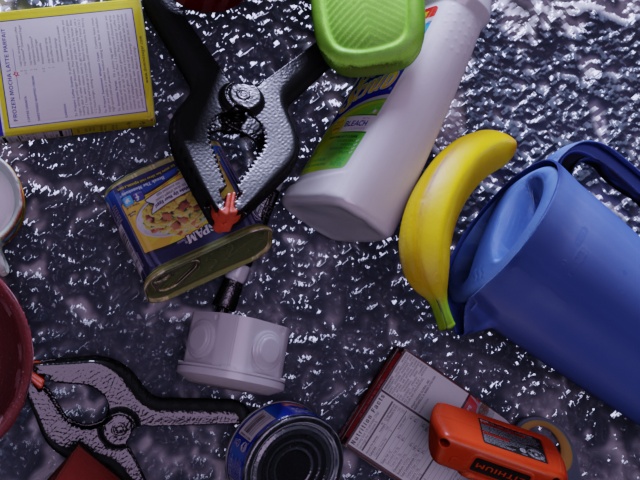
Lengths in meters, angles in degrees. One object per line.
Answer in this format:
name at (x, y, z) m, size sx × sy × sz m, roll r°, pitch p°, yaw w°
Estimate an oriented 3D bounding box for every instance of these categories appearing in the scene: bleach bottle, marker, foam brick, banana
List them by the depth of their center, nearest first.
foam brick at (-0.181, 0.195, 0.754) m, size 0.051 × 0.053 × 0.078 m, roll 40°, pitch 112°, yaw -8°
banana at (0.097, -0.028, 0.781) m, size 0.069 × 0.037 × 0.197 m, roll 55°, pitch 45°, yaw -33°
marker at (-0.055, 0.001, 0.824) m, size 0.020 × 0.020 × 0.121 m, roll 21°, pitch 82°, yaw -10°
bleach bottle at (0.065, -0.121, 0.826) m, size 0.068 × 0.103 × 0.250 m, roll 34°, pitch 74°, yaw -26°

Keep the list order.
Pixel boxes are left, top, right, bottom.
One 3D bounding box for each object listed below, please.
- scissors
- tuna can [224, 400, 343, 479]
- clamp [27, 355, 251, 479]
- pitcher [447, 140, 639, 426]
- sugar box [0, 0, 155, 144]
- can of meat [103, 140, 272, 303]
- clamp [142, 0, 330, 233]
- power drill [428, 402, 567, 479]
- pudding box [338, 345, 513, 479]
scissors at (0.224, 0.205, 0.870) m, size 0.201 × 0.016 × 0.096 m, roll 16°, pitch 84°, yaw -10°
tuna can at (-0.026, 0.166, 0.798) m, size 0.086 × 0.034 × 0.086 m, roll -6°, pitch 103°, yaw -27°
clamp at (-0.149, 0.148, 0.788) m, size 0.171 × 0.039 × 0.120 m, roll 24°, pitch 79°, yaw -10°
pitcher at (0.230, 0.049, 0.827) m, size 0.242 × 0.145 × 0.149 m, roll 36°, pitch 122°, yaw -11°
sugar box at (-0.215, -0.121, 0.787) m, size 0.176 × 0.048 × 0.093 m, roll -7°, pitch 88°, yaw -8°
can of meat at (-0.099, -0.015, 0.787) m, size 0.102 × 0.057 × 0.084 m, roll -25°, pitch 71°, yaw -13°
clamp at (-0.070, -0.103, 0.785) m, size 0.164 × 0.036 × 0.210 m, roll 15°, pitch 57°, yaw -6°
power drill at (0.085, 0.216, 0.789) m, size 0.184 × 0.057 × 0.188 m, roll 18°, pitch 111°, yaw -7°
pudding box at (0.082, 0.149, 0.833) m, size 0.113 × 0.039 × 0.090 m, roll 35°, pitch 82°, yaw -6°
